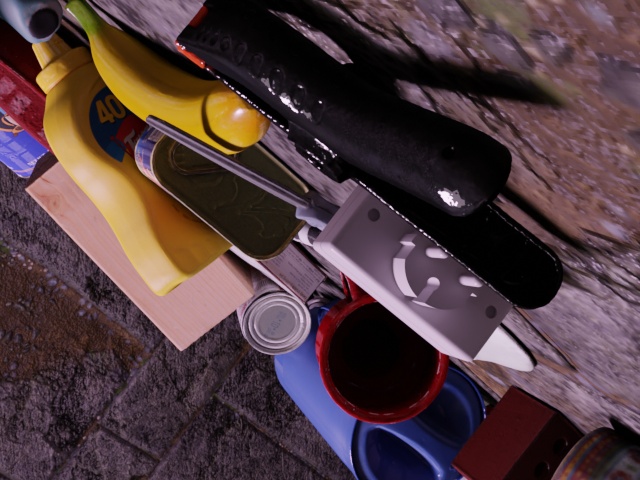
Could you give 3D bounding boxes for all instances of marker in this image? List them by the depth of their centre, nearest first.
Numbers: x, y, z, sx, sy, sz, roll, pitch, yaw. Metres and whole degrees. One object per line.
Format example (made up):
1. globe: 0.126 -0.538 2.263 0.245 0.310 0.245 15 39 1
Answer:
1. marker: -0.014 -0.008 0.762 0.020 0.020 0.121 41 172 -22

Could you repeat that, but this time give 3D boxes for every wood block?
1. wood block: -0.161 -0.012 0.978 0.206 0.091 0.090 49 -172 -20

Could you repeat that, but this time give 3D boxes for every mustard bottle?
1. mustard bottle: -0.135 -0.060 0.735 0.191 0.058 0.096 54 -147 -4

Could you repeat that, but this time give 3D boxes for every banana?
1. banana: -0.076 -0.078 0.561 0.198 0.037 0.069 30 170 46

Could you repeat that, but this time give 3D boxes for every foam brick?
1. foam brick: 0.146 0.157 0.784 0.053 0.078 0.051 43 173 -35

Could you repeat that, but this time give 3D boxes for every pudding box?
1. pudding box: -0.056 0.001 0.950 0.090 0.039 0.113 31 173 41

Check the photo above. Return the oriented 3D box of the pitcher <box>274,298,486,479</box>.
1. pitcher: 0.041 0.135 1.023 0.144 0.149 0.243 18 -175 -26

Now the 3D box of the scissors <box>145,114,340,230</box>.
1. scissors: 0.015 -0.008 0.519 0.201 0.016 0.096 31 172 -35

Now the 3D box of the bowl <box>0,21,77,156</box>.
1. bowl: -0.209 -0.118 0.831 0.162 0.055 0.162 37 165 11

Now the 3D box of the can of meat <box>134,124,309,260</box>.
1. can of meat: -0.064 -0.040 0.670 0.102 0.057 0.084 40 175 -20

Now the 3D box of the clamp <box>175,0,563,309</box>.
1. clamp: 0.010 -0.041 0.367 0.172 0.039 0.120 36 171 19

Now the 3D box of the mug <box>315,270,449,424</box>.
1. mug: 0.036 0.070 0.785 0.081 0.093 0.117 -163 52 -83

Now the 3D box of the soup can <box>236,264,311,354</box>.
1. soup can: -0.048 0.058 1.036 0.068 0.068 0.102 41 -170 -22
